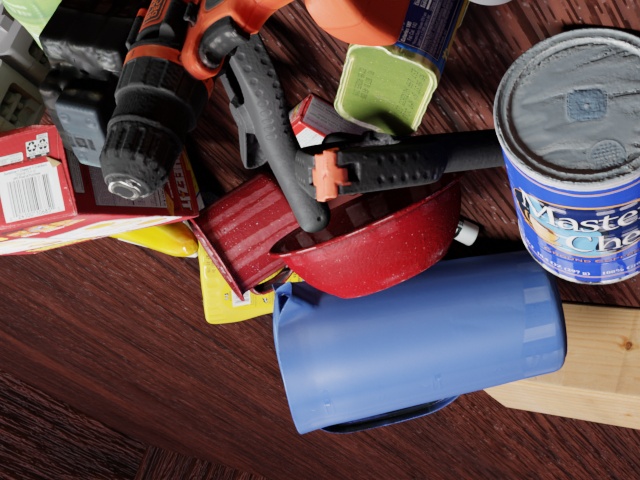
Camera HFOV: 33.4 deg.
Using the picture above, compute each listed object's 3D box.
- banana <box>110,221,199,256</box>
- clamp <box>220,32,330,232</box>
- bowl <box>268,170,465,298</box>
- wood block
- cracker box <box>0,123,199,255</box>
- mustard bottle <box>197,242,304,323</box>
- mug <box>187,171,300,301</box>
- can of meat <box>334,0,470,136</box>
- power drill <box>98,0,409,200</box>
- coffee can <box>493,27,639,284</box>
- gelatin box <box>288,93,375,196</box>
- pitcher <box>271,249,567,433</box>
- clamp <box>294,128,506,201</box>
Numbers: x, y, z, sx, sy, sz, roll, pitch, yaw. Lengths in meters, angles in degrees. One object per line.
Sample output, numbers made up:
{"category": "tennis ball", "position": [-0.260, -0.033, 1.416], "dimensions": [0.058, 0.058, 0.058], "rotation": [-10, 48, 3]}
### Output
{"category": "banana", "position": [-0.189, -0.016, 0.963], "dimensions": [0.198, 0.037, 0.069], "rotation": [11, -156, 17]}
{"category": "clamp", "position": [-0.047, -0.095, 0.773], "dimensions": [0.120, 0.039, 0.171], "rotation": [33, 147, 53]}
{"category": "bowl", "position": [0.044, -0.001, 0.809], "dimensions": [0.162, 0.161, 0.055], "rotation": [-11, 106, 57]}
{"category": "wood block", "position": [0.258, 0.117, 1.013], "dimensions": [0.207, 0.090, 0.090], "rotation": [3, 154, 41]}
{"category": "cracker box", "position": [-0.212, -0.035, 0.819], "dimensions": [0.164, 0.072, 0.213], "rotation": [-12, 178, 16]}
{"category": "mustard bottle", "position": [-0.019, 0.027, 1.028], "dimensions": [0.191, 0.058, 0.096], "rotation": [-6, 128, -7]}
{"category": "mug", "position": [-0.056, 0.001, 0.942], "dimensions": [0.093, 0.081, 0.117], "rotation": [46, 167, 49]}
{"category": "can of meat", "position": [0.048, -0.117, 0.605], "dimensions": [0.057, 0.084, 0.102], "rotation": [20, 161, 2]}
{"category": "power drill", "position": [-0.038, -0.117, 0.572], "dimensions": [0.188, 0.184, 0.057], "rotation": [-13, 144, 42]}
{"category": "coffee can", "position": [0.164, -0.046, 0.647], "dimensions": [0.103, 0.102, 0.140], "rotation": [13, 160, 22]}
{"category": "gelatin box", "position": [0.011, -0.074, 0.843], "dimensions": [0.089, 0.030, 0.073], "rotation": [27, 159, -16]}
{"category": "pitcher", "position": [0.084, 0.088, 0.931], "dimensions": [0.243, 0.145, 0.149], "rotation": [-11, 175, 3]}
{"category": "clamp", "position": [0.053, -0.053, 0.682], "dimensions": [0.165, 0.036, 0.209], "rotation": [-1, -171, 17]}
